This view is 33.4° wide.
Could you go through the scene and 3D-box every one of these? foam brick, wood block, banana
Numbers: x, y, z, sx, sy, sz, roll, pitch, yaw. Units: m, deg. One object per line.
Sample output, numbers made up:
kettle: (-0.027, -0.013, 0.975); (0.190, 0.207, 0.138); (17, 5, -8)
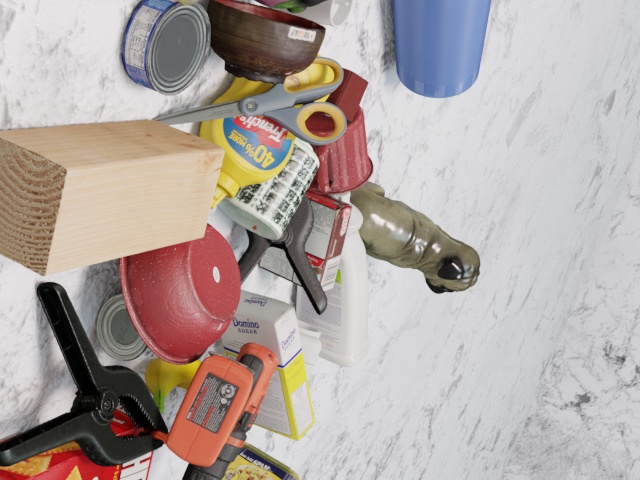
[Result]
foam brick: (0.002, -0.168, 1.168); (0.051, 0.078, 0.053); (13, 101, -65)
wood block: (-0.183, -0.043, 0.895); (0.205, 0.090, 0.091); (-17, 126, -59)
banana: (-0.149, 0.159, 1.180); (0.197, 0.037, 0.069); (25, 58, -69)

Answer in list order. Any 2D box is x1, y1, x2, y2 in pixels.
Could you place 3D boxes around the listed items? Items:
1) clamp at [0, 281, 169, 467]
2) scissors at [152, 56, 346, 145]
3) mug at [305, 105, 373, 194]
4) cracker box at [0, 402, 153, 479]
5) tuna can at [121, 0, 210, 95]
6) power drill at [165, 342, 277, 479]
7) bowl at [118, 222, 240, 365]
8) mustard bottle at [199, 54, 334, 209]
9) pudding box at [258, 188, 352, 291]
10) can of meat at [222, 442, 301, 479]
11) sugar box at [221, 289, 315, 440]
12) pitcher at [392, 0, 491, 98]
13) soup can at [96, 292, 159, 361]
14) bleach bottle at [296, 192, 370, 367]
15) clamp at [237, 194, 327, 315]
clamp: (-0.208, 0.140, 0.977); (0.209, 0.036, 0.164); (34, 59, -53)
scissors: (-0.055, -0.115, 1.036); (0.201, 0.016, 0.096); (-29, 98, -23)
mug: (0.010, -0.104, 1.217); (0.117, 0.093, 0.081); (-73, 161, -47)
cracker box: (-0.254, 0.258, 1.033); (0.213, 0.072, 0.164); (-15, 124, -60)
tuna can: (-0.136, -0.173, 0.941); (0.086, 0.034, 0.086); (-44, 147, -40)
power drill: (-0.108, 0.189, 1.107); (0.187, 0.057, 0.184); (69, 44, -81)
bowl: (-0.124, 0.037, 1.030); (0.162, 0.055, 0.162); (38, 45, -53)
mustard bottle: (-0.067, -0.116, 1.075); (0.096, 0.058, 0.191); (37, 76, -28)
pudding box: (-0.019, -0.005, 1.254); (0.039, 0.090, 0.113); (-20, 129, -55)
can of meat: (-0.089, 0.324, 1.388); (0.083, 0.102, 0.057); (-44, 147, -36)
sugar box: (-0.064, 0.145, 1.252); (0.048, 0.093, 0.176); (-39, 133, -43)
pitcher: (0.149, -0.302, 1.305); (0.149, 0.145, 0.243); (-38, 149, -26)
soup can: (-0.166, 0.084, 1.064); (0.102, 0.069, 0.068); (6, 106, -63)
bleach bottle: (0.021, 0.040, 1.356); (0.068, 0.103, 0.251); (-47, 150, -45)
clamp: (-0.058, 0.001, 1.187); (0.039, 0.120, 0.171); (135, -49, -69)
